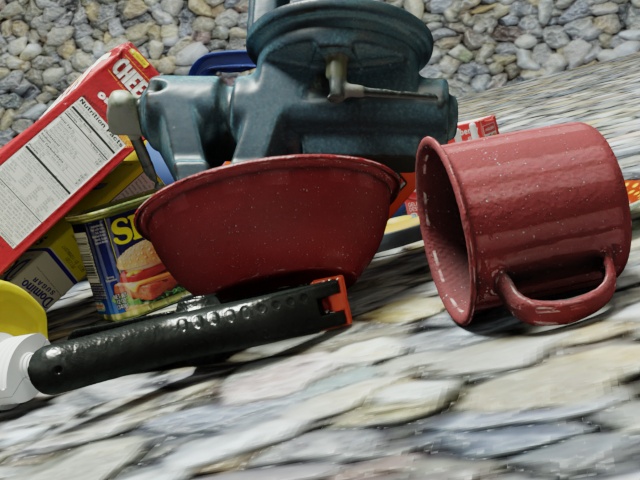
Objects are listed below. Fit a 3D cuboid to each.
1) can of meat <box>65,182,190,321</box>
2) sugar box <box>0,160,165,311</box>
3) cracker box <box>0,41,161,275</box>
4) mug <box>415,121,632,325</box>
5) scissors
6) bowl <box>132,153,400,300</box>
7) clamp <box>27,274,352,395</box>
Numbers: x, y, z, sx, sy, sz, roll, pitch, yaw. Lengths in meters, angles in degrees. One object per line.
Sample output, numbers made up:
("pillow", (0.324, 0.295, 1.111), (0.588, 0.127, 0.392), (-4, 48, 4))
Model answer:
("can of meat", (-0.133, 0.007, 0.816), (0.101, 0.084, 0.058), (-20, 10, -34))
("sugar box", (-0.216, 0.002, 0.898), (0.176, 0.048, 0.094), (-44, 26, -25))
("cracker box", (-0.226, -0.048, 0.827), (0.213, 0.072, 0.164), (-49, 17, -30))
("mug", (0.100, -0.005, 0.511), (0.081, 0.093, 0.117), (-11, 39, -7))
("scissors", (-0.002, 0.010, 0.803), (0.202, 0.016, 0.096), (-15, 6, 4))
("bowl", (-0.027, 0.004, 0.634), (0.162, 0.055, 0.162), (-9, -16, -3))
("clamp", (-0.070, 0.050, 0.568), (0.171, 0.039, 0.120), (-14, 6, 6))
